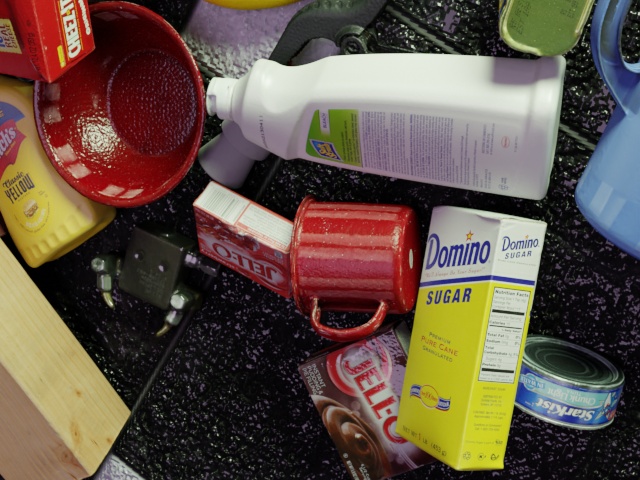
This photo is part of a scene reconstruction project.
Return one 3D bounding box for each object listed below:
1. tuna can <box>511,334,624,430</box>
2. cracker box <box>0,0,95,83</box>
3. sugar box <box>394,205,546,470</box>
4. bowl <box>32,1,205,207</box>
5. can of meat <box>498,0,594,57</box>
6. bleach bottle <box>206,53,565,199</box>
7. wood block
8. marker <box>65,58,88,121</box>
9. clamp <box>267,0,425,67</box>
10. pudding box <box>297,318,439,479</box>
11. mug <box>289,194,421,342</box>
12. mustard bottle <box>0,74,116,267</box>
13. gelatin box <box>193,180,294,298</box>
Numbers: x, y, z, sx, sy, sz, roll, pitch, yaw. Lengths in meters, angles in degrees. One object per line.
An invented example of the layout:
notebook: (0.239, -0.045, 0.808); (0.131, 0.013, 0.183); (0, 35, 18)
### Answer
tuna can: (0.172, 0.100, 0.765); (0.086, 0.086, 0.034); (19, 108, 17)
cracker box: (-0.285, -0.218, 0.792); (0.214, 0.072, 0.164); (13, 130, 19)
sugar box: (0.104, 0.066, 0.762); (0.093, 0.048, 0.176); (16, 100, 64)
bowl: (-0.150, -0.109, 0.858); (0.162, 0.055, 0.162); (5, 101, 24)
can of meat: (0.147, -0.177, 0.672); (0.057, 0.084, 0.102); (14, 126, 0)
bleach bottle: (0.040, -0.093, 0.755); (0.251, 0.068, 0.102); (9, 138, 14)
wood block: (-0.268, 0.109, 0.919); (0.091, 0.090, 0.206); (-24, 110, 26)
marker: (-0.206, -0.160, 0.892); (0.020, 0.020, 0.121); (6, 106, 21)
clamp: (0.031, -0.156, 0.782); (0.172, 0.039, 0.120); (-7, 105, 22)
pudding box: (0.047, 0.130, 0.850); (0.090, 0.039, 0.113); (-25, 93, 25)
mug: (0.027, 0.022, 0.794); (0.082, 0.117, 0.093); (2, 144, 17)
mustard bottle: (-0.259, -0.079, 0.914); (0.096, 0.058, 0.191); (-31, 90, 32)
gelatin box: (-0.055, 0.001, 0.844); (0.089, 0.030, 0.073); (28, 152, 15)
